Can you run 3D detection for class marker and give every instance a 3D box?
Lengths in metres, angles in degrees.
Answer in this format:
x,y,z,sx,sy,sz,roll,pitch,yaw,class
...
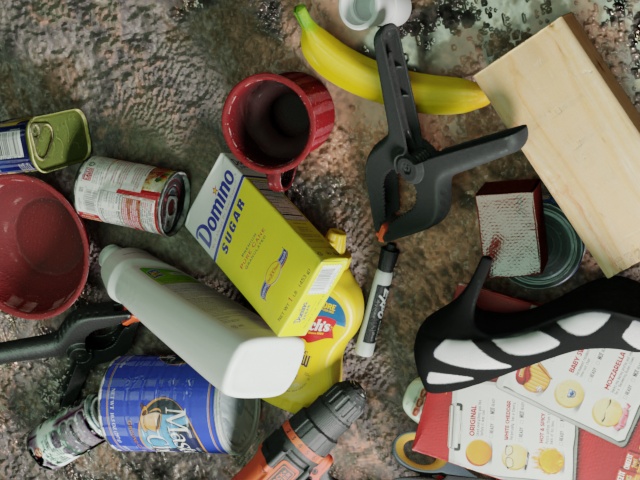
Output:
x,y,z,sx,sy,sz,roll,pitch,yaw,class
0.056,0.058,1.060,0.020,0.020,0.121,19,110,14,marker

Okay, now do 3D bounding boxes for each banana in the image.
x,y,z,sx,sy,sz,roll,pitch,yaw,class
0.060,-0.152,0.981,0.198,0.070,0.037,23,70,6,banana

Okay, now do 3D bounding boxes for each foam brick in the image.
x,y,z,sx,sy,sz,roll,pitch,yaw,class
0.170,-0.011,0.945,0.053,0.051,0.078,-3,104,19,foam brick

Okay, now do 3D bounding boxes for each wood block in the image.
x,y,z,sx,sy,sz,roll,pitch,yaw,class
0.232,-0.084,0.920,0.090,0.090,0.206,-33,91,23,wood block

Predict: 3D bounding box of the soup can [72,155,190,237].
x,y,z,sx,sy,sz,roll,pitch,yaw,class
-0.194,-0.046,1.096,0.102,0.068,0.068,12,108,17,soup can

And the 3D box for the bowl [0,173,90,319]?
x,y,z,sx,sy,sz,roll,pitch,yaw,class
-0.309,0.002,1.157,0.162,0.055,0.162,5,106,18,bowl

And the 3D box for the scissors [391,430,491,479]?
x,y,z,sx,sy,sz,roll,pitch,yaw,class
0.154,0.228,1.048,0.201,0.096,0.016,-2,146,-17,scissors

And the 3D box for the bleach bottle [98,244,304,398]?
x,y,z,sx,sy,sz,roll,pitch,yaw,class
-0.136,0.069,1.075,0.251,0.102,0.068,31,105,38,bleach bottle

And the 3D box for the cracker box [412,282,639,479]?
x,y,z,sx,sy,sz,roll,pitch,yaw,class
0.211,0.145,0.982,0.214,0.072,0.164,16,91,16,cracker box

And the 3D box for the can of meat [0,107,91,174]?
x,y,z,sx,sy,sz,roll,pitch,yaw,class
-0.301,-0.100,1.102,0.084,0.102,0.057,-4,102,23,can of meat

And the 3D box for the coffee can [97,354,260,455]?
x,y,z,sx,sy,sz,roll,pitch,yaw,class
-0.146,0.171,1.119,0.140,0.102,0.103,-2,104,21,coffee can

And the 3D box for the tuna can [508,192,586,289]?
x,y,z,sx,sy,sz,roll,pitch,yaw,class
0.201,0.001,0.984,0.086,0.033,0.086,5,106,18,tuna can

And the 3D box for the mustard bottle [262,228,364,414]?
x,y,z,sx,sy,sz,roll,pitch,yaw,class
-0.008,0.077,1.068,0.096,0.058,0.192,22,110,16,mustard bottle

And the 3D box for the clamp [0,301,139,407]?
x,y,z,sx,sy,sz,roll,pitch,yaw,class
-0.272,0.112,1.160,0.172,0.039,0.120,-41,132,21,clamp

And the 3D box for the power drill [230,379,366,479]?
x,y,z,sx,sy,sz,roll,pitch,yaw,class
0.020,0.251,1.070,0.184,0.057,0.187,-44,106,7,power drill

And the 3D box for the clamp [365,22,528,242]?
x,y,z,sx,sy,sz,roll,pitch,yaw,class
0.096,-0.070,0.956,0.165,0.036,0.210,38,138,26,clamp

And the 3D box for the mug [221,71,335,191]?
x,y,z,sx,sy,sz,roll,pitch,yaw,class
-0.035,-0.105,1.015,0.093,0.081,0.117,3,105,19,mug

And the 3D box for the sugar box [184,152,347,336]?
x,y,z,sx,sy,sz,roll,pitch,yaw,class
-0.057,0.001,1.033,0.176,0.048,0.093,45,116,31,sugar box
